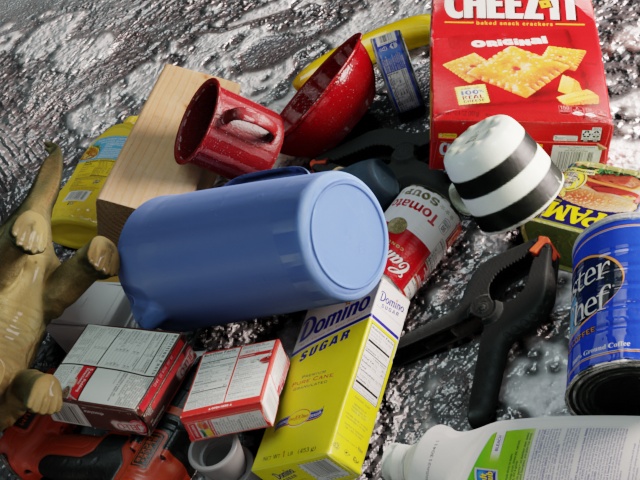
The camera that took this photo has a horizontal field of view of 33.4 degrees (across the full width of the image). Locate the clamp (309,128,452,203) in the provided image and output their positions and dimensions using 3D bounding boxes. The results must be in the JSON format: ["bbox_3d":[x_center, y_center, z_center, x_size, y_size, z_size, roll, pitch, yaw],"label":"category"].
[{"bbox_3d":[0.095,-0.085,1.071,0.210,0.036,0.164,1,48,24],"label":"clamp"}]

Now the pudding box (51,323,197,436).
[{"bbox_3d":[-0.177,0.120,0.936,0.114,0.039,0.090,4,45,28],"label":"pudding box"}]

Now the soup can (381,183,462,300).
[{"bbox_3d":[0.075,0.007,0.968,0.069,0.068,0.102,18,59,40],"label":"soup can"}]

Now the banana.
[{"bbox_3d":[0.062,-0.218,1.208,0.198,0.037,0.069,-18,16,19],"label":"banana"}]

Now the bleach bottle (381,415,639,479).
[{"bbox_3d":[0.163,0.166,0.768,0.251,0.068,0.102,0,49,32],"label":"bleach bottle"}]

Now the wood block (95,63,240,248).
[{"bbox_3d":[-0.161,-0.081,1.144,0.090,0.091,0.206,16,53,2],"label":"wood block"}]

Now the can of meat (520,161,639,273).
[{"bbox_3d":[0.238,-0.018,0.912,0.102,0.057,0.083,18,57,40],"label":"can of meat"}]

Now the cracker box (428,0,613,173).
[{"bbox_3d":[0.187,-0.161,1.035,0.164,0.072,0.213,2,48,4],"label":"cracker box"}]

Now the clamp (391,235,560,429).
[{"bbox_3d":[0.132,0.065,0.894,0.120,0.039,0.171,24,70,37],"label":"clamp"}]

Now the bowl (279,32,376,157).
[{"bbox_3d":[0.009,-0.141,1.128,0.162,0.055,0.162,-48,13,14],"label":"bowl"}]

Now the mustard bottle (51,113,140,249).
[{"bbox_3d":[-0.239,-0.078,1.229,0.096,0.058,0.191,0,49,31],"label":"mustard bottle"}]

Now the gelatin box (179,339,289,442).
[{"bbox_3d":[-0.069,0.123,0.886,0.073,0.030,0.089,-14,27,16],"label":"gelatin box"}]

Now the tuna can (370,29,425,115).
[{"bbox_3d":[0.082,-0.179,1.133,0.034,0.086,0.086,-19,43,8],"label":"tuna can"}]

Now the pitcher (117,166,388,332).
[{"bbox_3d":[-0.056,0.001,0.949,0.243,0.144,0.149,-9,84,45],"label":"pitcher"}]

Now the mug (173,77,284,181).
[{"bbox_3d":[-0.083,-0.107,1.060,0.117,0.081,0.093,-19,54,57],"label":"mug"}]

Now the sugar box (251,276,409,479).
[{"bbox_3d":[0.010,0.118,0.891,0.094,0.048,0.176,-22,39,41],"label":"sugar box"}]

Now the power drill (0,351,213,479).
[{"bbox_3d":[-0.184,0.166,0.959,0.188,0.057,0.184,4,48,33],"label":"power drill"}]
